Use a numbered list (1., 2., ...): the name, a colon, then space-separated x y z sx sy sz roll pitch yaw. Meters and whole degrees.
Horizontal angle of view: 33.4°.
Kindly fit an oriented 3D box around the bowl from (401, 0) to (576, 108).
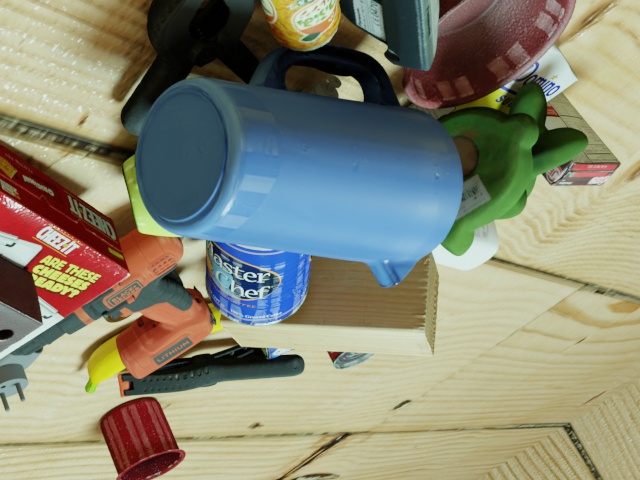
1. bowl: 0.129 -0.182 0.886 0.162 0.055 0.162 -22 156 -11

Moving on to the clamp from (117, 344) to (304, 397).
1. clamp: -0.134 0.151 1.264 0.209 0.036 0.165 -9 -176 -10

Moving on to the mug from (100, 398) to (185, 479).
1. mug: -0.234 0.261 1.364 0.093 0.081 0.117 -10 150 -34

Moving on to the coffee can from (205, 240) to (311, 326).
1. coffee can: -0.056 0.001 0.990 0.102 0.103 0.140 -19 150 -18

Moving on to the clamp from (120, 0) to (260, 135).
1. clamp: -0.079 -0.145 0.769 0.120 0.039 0.172 -26 161 -31

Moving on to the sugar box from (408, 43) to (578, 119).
1. sugar box: 0.154 -0.132 1.025 0.176 0.048 0.093 -34 154 17

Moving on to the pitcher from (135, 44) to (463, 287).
1. pitcher: -0.015 -0.061 0.797 0.242 0.149 0.145 5 125 -48

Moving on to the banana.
1. banana: -0.177 0.107 1.175 0.197 0.037 0.069 -24 164 -7

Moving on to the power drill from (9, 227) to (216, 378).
1. power drill: -0.189 0.071 1.007 0.184 0.057 0.187 -32 155 -1

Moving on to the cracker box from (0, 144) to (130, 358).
1. cracker box: -0.287 0.028 0.837 0.214 0.072 0.164 -33 146 12

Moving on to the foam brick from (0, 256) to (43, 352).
1. foam brick: -0.247 0.041 0.768 0.053 0.051 0.078 -33 145 11

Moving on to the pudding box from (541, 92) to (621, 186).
1. pudding box: 0.239 -0.105 1.082 0.089 0.113 0.039 -2 142 -44

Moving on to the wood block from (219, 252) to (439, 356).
1. wood block: 0.013 0.060 1.092 0.206 0.091 0.090 2 160 13
